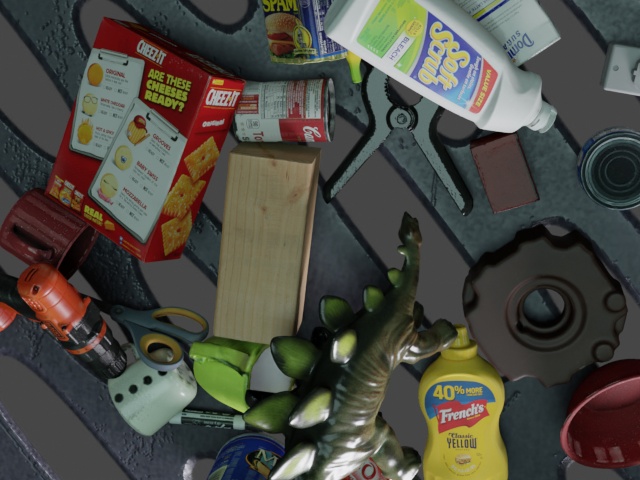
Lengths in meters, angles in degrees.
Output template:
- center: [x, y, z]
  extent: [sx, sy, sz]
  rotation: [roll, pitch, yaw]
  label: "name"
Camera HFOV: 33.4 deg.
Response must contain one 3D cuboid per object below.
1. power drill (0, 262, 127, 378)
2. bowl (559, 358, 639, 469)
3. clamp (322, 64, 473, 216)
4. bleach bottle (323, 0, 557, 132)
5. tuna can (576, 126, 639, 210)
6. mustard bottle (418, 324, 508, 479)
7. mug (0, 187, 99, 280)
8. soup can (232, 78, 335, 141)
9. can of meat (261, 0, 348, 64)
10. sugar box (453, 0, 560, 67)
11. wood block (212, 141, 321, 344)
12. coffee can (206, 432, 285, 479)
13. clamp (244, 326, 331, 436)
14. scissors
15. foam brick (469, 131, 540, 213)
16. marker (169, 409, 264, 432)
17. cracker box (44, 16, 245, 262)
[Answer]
- center: [-0.320, 0.083, 1.203]
  extent: [0.188, 0.057, 0.184]
  rotation: [7, 143, 33]
  label: "power drill"
- center: [0.333, 0.179, 1.164]
  extent: [0.162, 0.055, 0.162]
  rotation: [-5, 132, -5]
  label: "bowl"
- center: [0.098, -0.125, 1.144]
  extent: [0.164, 0.036, 0.210]
  rotation: [12, 104, 6]
  label: "clamp"
- center: [0.132, -0.184, 1.054]
  extent: [0.250, 0.068, 0.103]
  rotation: [28, 118, -17]
  label: "bleach bottle"
- center: [0.316, -0.076, 1.129]
  extent: [0.086, 0.033, 0.086]
  rotation: [2, 105, 7]
  label: "tuna can"
- center: [0.160, 0.187, 1.209]
  extent: [0.096, 0.058, 0.191]
  rotation: [-2, 104, 13]
  label: "mustard bottle"
- center: [-0.311, -0.004, 1.197]
  extent: [0.081, 0.117, 0.093]
  rotation: [32, 108, 4]
  label: "mug"
- center: [-0.038, -0.140, 1.144]
  extent: [0.102, 0.068, 0.068]
  rotation: [1, 105, 8]
  label: "soup can"
- center: [-0.018, -0.229, 1.103]
  extent: [0.057, 0.102, 0.084]
  rotation: [-19, 109, -29]
  label: "can of meat"
- center: [0.161, -0.257, 1.096]
  extent: [0.093, 0.048, 0.176]
  rotation: [-32, 101, 20]
  label: "sugar box"
- center: [-0.058, 0.001, 1.173]
  extent: [0.090, 0.090, 0.206]
  rotation: [8, 106, 6]
  label: "wood block"
- center: [-0.087, 0.297, 1.230]
  extent: [0.103, 0.140, 0.103]
  rotation: [2, 105, 7]
  label: "coffee can"
- center: [-0.026, 0.183, 1.195]
  extent: [0.120, 0.039, 0.171]
  rotation: [-31, 135, -21]
  label: "clamp"
- center: [-0.231, 0.100, 1.232]
  extent: [0.202, 0.096, 0.016]
  rotation: [8, 137, 3]
  label: "scissors"
- center: [0.196, -0.075, 1.137]
  extent: [0.051, 0.053, 0.078]
  rotation: [-19, 100, 12]
  label: "foam brick"
- center: [-0.121, 0.215, 1.276]
  extent: [0.121, 0.020, 0.020]
  rotation: [4, 105, 7]
  label: "marker"
- center: [-0.190, -0.108, 1.146]
  extent: [0.164, 0.072, 0.214]
  rotation: [31, 109, 27]
  label: "cracker box"
